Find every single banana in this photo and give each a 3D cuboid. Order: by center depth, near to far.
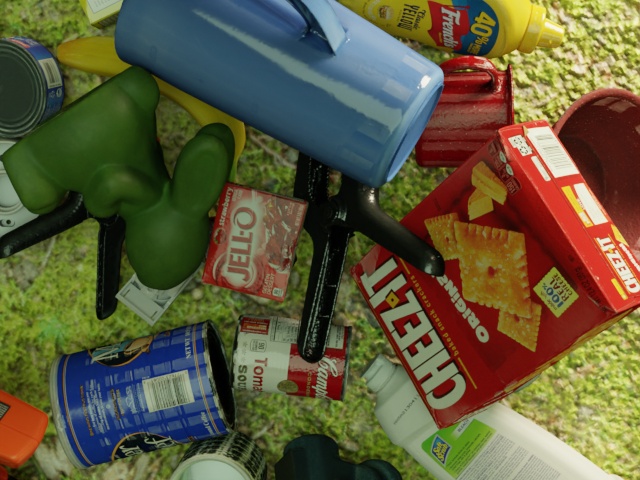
[{"bbox_3d":[-0.136,-0.132,0.938,0.198,0.037,0.069,36,68,4],"label":"banana"}]

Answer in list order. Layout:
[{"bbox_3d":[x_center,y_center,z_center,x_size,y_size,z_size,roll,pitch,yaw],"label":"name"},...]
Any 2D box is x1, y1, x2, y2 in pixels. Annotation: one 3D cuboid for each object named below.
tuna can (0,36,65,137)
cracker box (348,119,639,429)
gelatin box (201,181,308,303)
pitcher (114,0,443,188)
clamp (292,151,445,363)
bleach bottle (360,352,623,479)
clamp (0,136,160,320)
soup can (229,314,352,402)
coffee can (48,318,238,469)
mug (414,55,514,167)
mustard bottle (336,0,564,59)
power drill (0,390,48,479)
[{"bbox_3d":[-0.268,-0.135,0.937,0.086,0.033,0.086,6,108,20],"label":"tuna can"},{"bbox_3d":[0.135,0.032,0.854,0.214,0.071,0.164,-45,67,43],"label":"cracker box"},{"bbox_3d":[-0.056,0.001,0.905,0.073,0.030,0.089,14,96,1],"label":"gelatin box"},{"bbox_3d":[-0.029,-0.148,0.833,0.243,0.149,0.145,30,110,8],"label":"pitcher"},{"bbox_3d":[0.027,-0.020,0.894,0.165,0.036,0.210,-30,57,39],"label":"clamp"},{"bbox_3d":[0.148,0.182,0.953,0.251,0.068,0.102,38,95,1],"label":"bleach bottle"},{"bbox_3d":[-0.204,-0.026,0.939,0.120,0.039,0.171,26,85,-33],"label":"clamp"},{"bbox_3d":[-0.026,0.104,0.947,0.102,0.068,0.068,7,95,1],"label":"soup can"},{"bbox_3d":[-0.153,0.135,0.937,0.140,0.103,0.103,-14,95,3],"label":"coffee can"},{"bbox_3d":[0.121,-0.110,0.904,0.081,0.117,0.093,0,56,7],"label":"mug"},{"bbox_3d":[0.112,-0.198,0.903,0.191,0.096,0.058,16,63,-1],"label":"mustard bottle"},{"bbox_3d":[-0.273,0.205,0.919,0.184,0.057,0.188,22,137,7],"label":"power drill"}]
